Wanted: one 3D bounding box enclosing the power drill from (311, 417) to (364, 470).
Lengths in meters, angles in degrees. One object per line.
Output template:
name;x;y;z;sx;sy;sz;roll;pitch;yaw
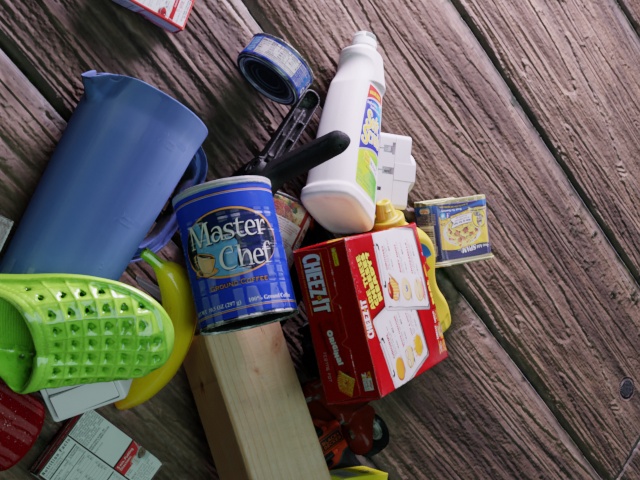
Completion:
power drill;0.009;0.304;1.280;0.184;0.057;0.187;-33;110;-23

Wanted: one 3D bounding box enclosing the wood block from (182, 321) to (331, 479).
wood block;-0.071;0.192;1.150;0.090;0.091;0.206;-15;83;-29

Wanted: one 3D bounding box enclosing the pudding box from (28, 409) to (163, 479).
pudding box;-0.235;0.239;1.128;0.113;0.039;0.090;42;71;-19

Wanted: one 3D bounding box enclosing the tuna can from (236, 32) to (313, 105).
tuna can;-0.052;-0.192;1.205;0.086;0.086;0.033;45;71;-26

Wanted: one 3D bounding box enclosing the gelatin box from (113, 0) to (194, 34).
gelatin box;-0.177;-0.277;1.154;0.089;0.030;0.073;25;77;-31

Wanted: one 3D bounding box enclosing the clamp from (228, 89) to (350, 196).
clamp;-0.056;-0.072;1.172;0.210;0.165;0.036;-46;115;2

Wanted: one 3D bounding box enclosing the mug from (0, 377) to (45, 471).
mug;-0.323;0.164;1.049;0.081;0.093;0.117;42;39;-32

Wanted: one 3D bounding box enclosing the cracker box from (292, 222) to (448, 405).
cracker box;0.058;0.073;1.154;0.213;0.072;0.164;-13;89;-64

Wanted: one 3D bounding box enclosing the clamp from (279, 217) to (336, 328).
clamp;-0.023;0.051;1.234;0.039;0.120;0.171;53;31;-45

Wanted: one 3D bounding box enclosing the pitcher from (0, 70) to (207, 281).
pitcher;-0.218;-0.037;1.085;0.149;0.145;0.243;27;80;-3

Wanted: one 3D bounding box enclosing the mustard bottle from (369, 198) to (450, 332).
mustard bottle;0.097;0.038;1.305;0.096;0.058;0.191;-23;115;-15

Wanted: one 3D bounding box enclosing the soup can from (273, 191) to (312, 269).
soup can;-0.058;0.001;1.219;0.068;0.069;0.102;31;76;-30

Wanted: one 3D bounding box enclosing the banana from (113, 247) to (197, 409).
banana;-0.168;0.099;1.122;0.069;0.037;0.198;15;113;2

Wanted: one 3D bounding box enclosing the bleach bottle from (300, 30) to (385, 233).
bleach bottle;0.035;-0.139;1.245;0.102;0.068;0.251;50;43;-55

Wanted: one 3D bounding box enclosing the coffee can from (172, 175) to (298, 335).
coffee can;-0.086;0.016;1.080;0.102;0.103;0.140;-7;78;-33

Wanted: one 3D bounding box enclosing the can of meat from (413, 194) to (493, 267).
can of meat;0.170;-0.013;1.373;0.101;0.058;0.084;-9;94;-33
